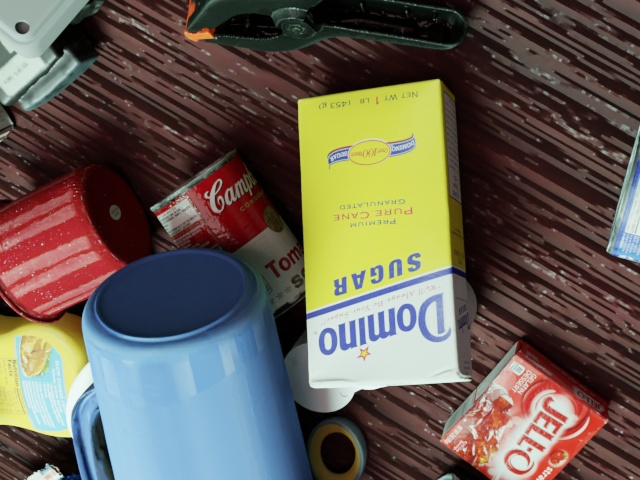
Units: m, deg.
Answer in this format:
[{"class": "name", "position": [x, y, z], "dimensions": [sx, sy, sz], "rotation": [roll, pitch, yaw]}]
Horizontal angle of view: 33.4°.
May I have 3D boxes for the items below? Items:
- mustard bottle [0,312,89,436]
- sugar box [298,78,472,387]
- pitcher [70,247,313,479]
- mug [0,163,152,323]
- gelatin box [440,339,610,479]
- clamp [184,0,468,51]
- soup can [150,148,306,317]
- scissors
[{"class": "mustard bottle", "position": [-0.206, 0.098, 0.789], "dimensions": [0.192, 0.058, 0.096], "rotation": [2, 112, 17]}, {"class": "sugar box", "position": [0.038, -0.002, 0.640], "dimensions": [0.093, 0.048, 0.176], "rotation": [-6, 78, 20]}, {"class": "pitcher", "position": [-0.081, 0.129, 0.674], "dimensions": [0.149, 0.145, 0.243], "rotation": [-16, 123, -13]}, {"class": "mug", "position": [-0.163, 0.006, 0.731], "dimensions": [0.082, 0.093, 0.117], "rotation": [-24, 132, 19]}, {"class": "gelatin box", "position": [0.134, 0.120, 0.703], "dimensions": [0.073, 0.030, 0.089], "rotation": [37, 117, 2]}, {"class": "clamp", "position": [-0.001, -0.136, 0.627], "dimensions": [0.172, 0.039, 0.120], "rotation": [-1, 155, 41]}, {"class": "soup can", "position": [-0.055, 0.001, 0.698], "dimensions": [0.069, 0.068, 0.102], "rotation": [-31, 99, 25]}, {"class": "scissors", "position": [0.012, 0.207, 0.783], "dimensions": [0.096, 0.016, 0.202], "rotation": [-20, 103, 23]}]
